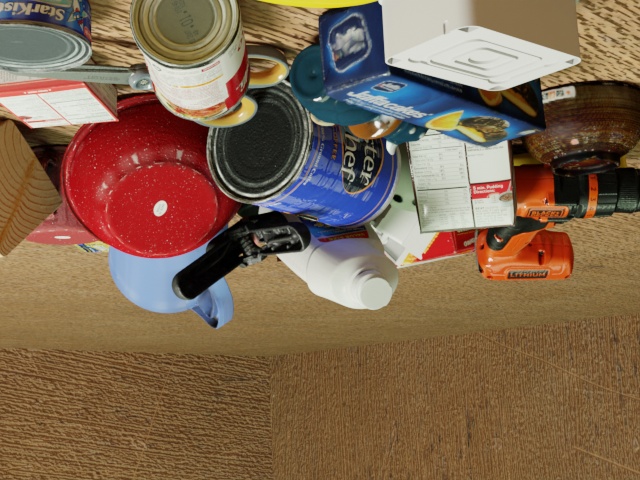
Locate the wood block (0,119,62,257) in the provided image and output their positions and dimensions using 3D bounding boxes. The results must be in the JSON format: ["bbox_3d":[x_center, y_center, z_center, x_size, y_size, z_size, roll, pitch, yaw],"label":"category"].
[{"bbox_3d":[-0.348,-0.030,0.969,0.207,0.090,0.090,-10,-151,36],"label":"wood block"}]

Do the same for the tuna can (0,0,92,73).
[{"bbox_3d":[-0.188,-0.136,0.675,0.086,0.034,0.086,-2,170,-1],"label":"tuna can"}]

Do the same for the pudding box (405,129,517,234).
[{"bbox_3d":[0.124,-0.065,0.940,0.090,0.113,0.039,-4,-155,13],"label":"pudding box"}]

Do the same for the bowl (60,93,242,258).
[{"bbox_3d":[-0.135,-0.040,0.894,0.162,0.055,0.162,-7,126,-9],"label":"bowl"}]

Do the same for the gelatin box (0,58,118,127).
[{"bbox_3d":[-0.200,-0.113,0.808,0.073,0.030,0.089,-5,169,6],"label":"gelatin box"}]

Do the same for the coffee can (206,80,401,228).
[{"bbox_3d":[-0.011,-0.070,0.887,0.103,0.103,0.140,-9,167,33],"label":"coffee can"}]

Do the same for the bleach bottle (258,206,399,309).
[{"bbox_3d":[0.017,0.009,0.987,0.102,0.068,0.251,2,-164,-18],"label":"bleach bottle"}]

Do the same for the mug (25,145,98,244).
[{"bbox_3d":[-0.251,-0.044,1.030,0.093,0.081,0.117,-3,170,3],"label":"mug"}]

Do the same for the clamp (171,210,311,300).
[{"bbox_3d":[-0.056,0.001,0.925,0.120,0.039,0.171,-16,-166,11],"label":"clamp"}]

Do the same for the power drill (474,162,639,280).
[{"bbox_3d":[0.233,-0.020,1.054,0.184,0.057,0.188,2,155,0],"label":"power drill"}]

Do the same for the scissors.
[{"bbox_3d":[-0.123,-0.108,0.780,0.201,0.016,0.096,-8,152,-14],"label":"scissors"}]

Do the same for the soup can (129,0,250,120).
[{"bbox_3d":[-0.081,-0.123,0.677,0.068,0.068,0.102,-2,169,-1],"label":"soup can"}]

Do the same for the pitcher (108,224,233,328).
[{"bbox_3d":[-0.147,-0.006,1.084,0.149,0.145,0.243,12,163,-5],"label":"pitcher"}]
